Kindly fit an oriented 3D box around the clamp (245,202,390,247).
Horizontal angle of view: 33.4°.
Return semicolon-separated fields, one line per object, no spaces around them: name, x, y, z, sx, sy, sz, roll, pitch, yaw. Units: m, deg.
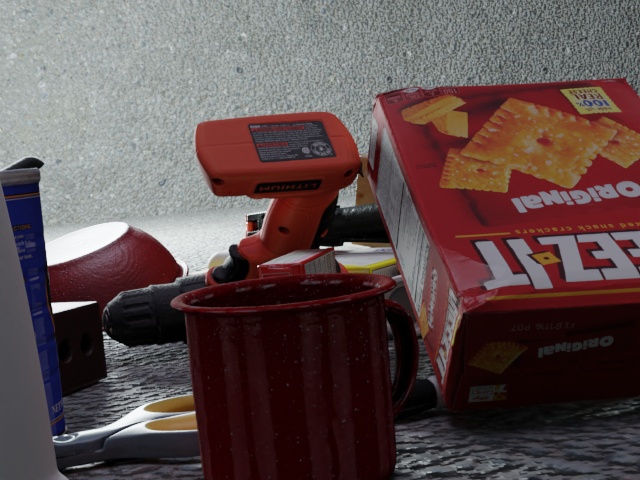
clamp;0.014;-0.015;0.960;0.171;0.039;0.120;-3;-15;3

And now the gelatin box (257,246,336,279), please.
gelatin box;-0.011;0.045;0.659;0.030;0.073;0.089;-4;5;13

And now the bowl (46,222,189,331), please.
bowl;-0.194;0.028;0.889;0.162;0.055;0.162;-16;18;5

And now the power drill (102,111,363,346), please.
power drill;-0.055;0.001;0.724;0.184;0.057;0.188;-8;-38;-19

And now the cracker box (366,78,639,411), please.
cracker box;0.126;-0.011;0.586;0.164;0.072;0.214;-4;36;-8

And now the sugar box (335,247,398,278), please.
sugar box;0.037;0.034;0.906;0.093;0.048;0.176;-2;2;28

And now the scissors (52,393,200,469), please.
scissors;-0.115;0.096;0.516;0.201;0.016;0.096;-6;3;-8

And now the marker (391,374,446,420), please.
marker;0.084;0.073;0.551;0.120;0.020;0.020;-8;6;-25

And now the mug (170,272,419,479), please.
mug;-0.003;0.058;0.450;0.117;0.081;0.093;-10;7;-42
